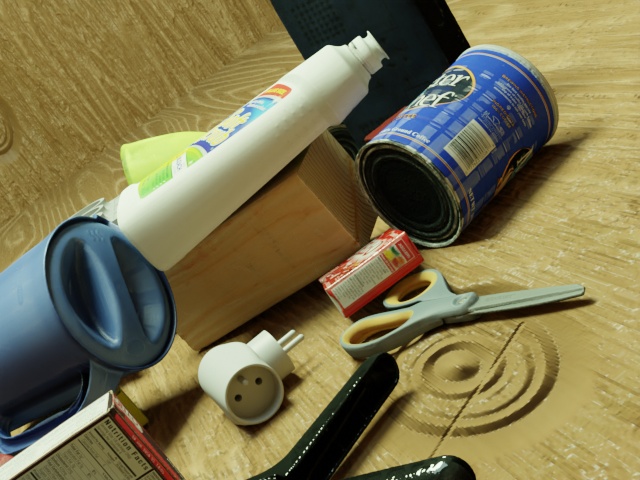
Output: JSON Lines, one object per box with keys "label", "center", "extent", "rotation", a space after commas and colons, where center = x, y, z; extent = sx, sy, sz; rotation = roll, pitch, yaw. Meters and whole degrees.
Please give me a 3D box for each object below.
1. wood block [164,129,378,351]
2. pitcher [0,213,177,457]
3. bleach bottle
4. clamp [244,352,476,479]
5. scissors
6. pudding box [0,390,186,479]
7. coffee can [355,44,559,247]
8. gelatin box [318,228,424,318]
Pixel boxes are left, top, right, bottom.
{"label": "wood block", "center": [-0.056, 0.001, 0.941], "extent": [0.206, 0.090, 0.090], "rotation": [-32, 19, 30]}
{"label": "pitcher", "center": [-0.246, 0.097, 0.883], "extent": [0.243, 0.145, 0.149], "rotation": [-30, 4, 30]}
{"label": "bleach bottle", "center": [-0.052, -0.082, 0.875], "extent": [0.251, 0.068, 0.102], "rotation": [-38, 19, 8]}
{"label": "clamp", "center": [-0.019, 0.145, 0.598], "extent": [0.210, 0.036, 0.164], "rotation": [-33, 16, 6]}
{"label": "scissors", "center": [0.098, 0.035, 0.717], "extent": [0.202, 0.016, 0.096], "rotation": [-22, 20, 37]}
{"label": "pudding box", "center": [-0.157, 0.168, 0.710], "extent": [0.113, 0.090, 0.039], "rotation": [-35, 16, 2]}
{"label": "coffee can", "center": [0.110, -0.077, 0.855], "extent": [0.140, 0.103, 0.103], "rotation": [-44, 18, -28]}
{"label": "gelatin box", "center": [0.037, 0.023, 0.820], "extent": [0.073, 0.030, 0.089], "rotation": [-36, 4, 0]}
